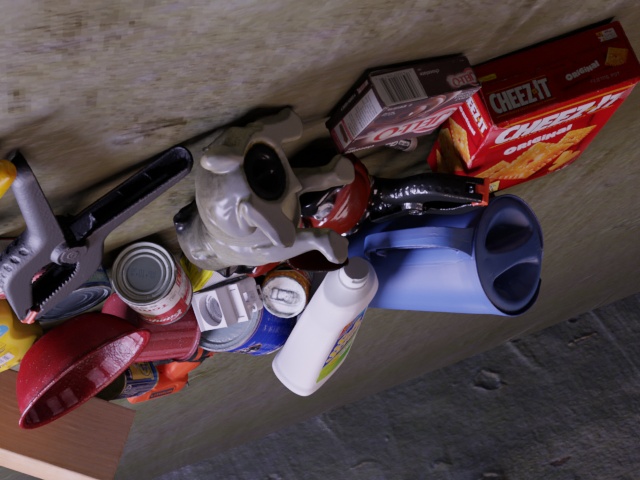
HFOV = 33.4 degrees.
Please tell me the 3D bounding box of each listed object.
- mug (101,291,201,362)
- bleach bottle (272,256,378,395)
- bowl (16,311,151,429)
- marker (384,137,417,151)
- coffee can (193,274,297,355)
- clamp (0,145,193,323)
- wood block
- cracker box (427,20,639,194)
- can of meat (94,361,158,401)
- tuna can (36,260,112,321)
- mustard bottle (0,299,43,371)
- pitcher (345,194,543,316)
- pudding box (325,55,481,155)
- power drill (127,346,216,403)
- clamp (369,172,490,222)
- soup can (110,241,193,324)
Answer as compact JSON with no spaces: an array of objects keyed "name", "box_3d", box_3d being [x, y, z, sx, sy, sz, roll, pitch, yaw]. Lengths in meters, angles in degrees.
[{"name":"mug","box_3d":[-0.190,0.085,1.202,0.081,0.093,0.117,-2,124,-44]},{"name":"bleach bottle","box_3d":[0.010,0.092,1.233,0.102,0.068,0.251,-43,167,-27]},{"name":"bowl","box_3d":[-0.254,0.123,1.096,0.162,0.055,0.162,-38,169,-9]},{"name":"marker","box_3d":[0.060,-0.101,1.033,0.020,0.020,0.120,-30,164,26]},{"name":"coffee can","box_3d":[-0.097,0.085,1.289,0.103,0.103,0.140,-26,165,12]},{"name":"clamp","box_3d":[-0.215,-0.004,0.868,0.164,0.036,0.210,-1,141,-50]},{"name":"wood block","box_3d":[-0.322,0.208,1.190,0.206,0.090,0.090,20,154,-9]},{"name":"cracker box","box_3d":[0.211,-0.121,1.086,0.164,0.072,0.214,-20,165,-11]},{"name":"can of meat","box_3d":[-0.244,0.139,1.262,0.057,0.102,0.083,-29,167,17]},{"name":"tuna can","box_3d":[-0.252,0.049,1.059,0.086,0.034,0.086,-22,165,-6]},{"name":"mustard bottle","box_3d":[-0.335,0.084,1.006,0.096,0.058,0.191,-24,166,-3]},{"name":"pitcher","box_3d":[0.121,0.019,1.233,0.243,0.149,0.144,-5,-149,45]},{"name":"pudding box","box_3d":[0.073,-0.120,0.945,0.113,0.039,0.090,-14,163,-32]},{"name":"power drill","box_3d":[-0.208,0.168,1.506,0.184,0.057,0.188,-9,160,-44]},{"name":"clamp","box_3d":[0.098,-0.044,1.114,0.172,0.039,0.120,3,172,24]},{"name":"soup can","box_3d":[-0.172,0.045,1.098,0.068,0.068,0.102,-22,165,-4]}]
